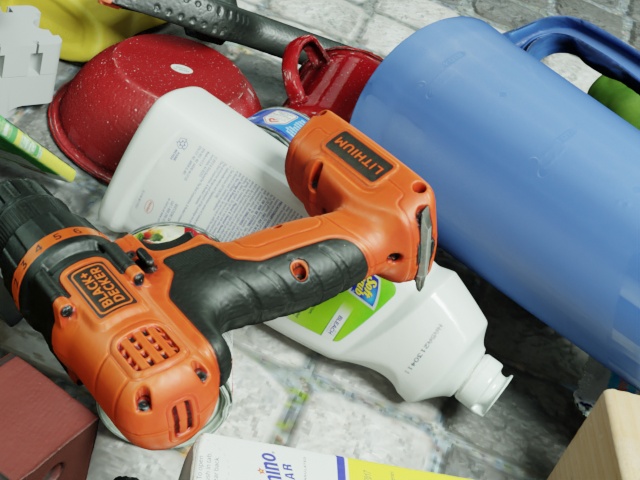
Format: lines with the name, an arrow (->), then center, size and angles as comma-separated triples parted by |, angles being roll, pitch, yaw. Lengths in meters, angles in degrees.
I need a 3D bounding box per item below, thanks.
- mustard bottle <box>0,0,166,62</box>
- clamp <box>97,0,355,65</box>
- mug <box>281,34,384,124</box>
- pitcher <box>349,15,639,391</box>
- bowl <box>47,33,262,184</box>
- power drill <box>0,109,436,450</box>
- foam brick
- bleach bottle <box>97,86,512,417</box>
mustard bottle -> -0.157, -0.202, 0.843 | 0.096, 0.058, 0.191 | 25, 36, 14
clamp -> -0.068, -0.158, 0.768 | 0.165, 0.036, 0.209 | 23, 10, 28
mug -> 0.006, -0.084, 0.731 | 0.093, 0.117, 0.081 | -9, 31, 28
pitcher -> 0.143, -0.029, 0.611 | 0.144, 0.149, 0.243 | -7, 36, -39
bowl -> -0.103, -0.095, 0.736 | 0.162, 0.055, 0.162 | 14, 36, -10
power drill -> -0.053, 0.001, 0.513 | 0.187, 0.057, 0.185 | -26, 47, -25
foam brick -> -0.135, 0.099, 0.452 | 0.051, 0.078, 0.052 | 33, 40, 15
bleach bottle -> -0.005, 0.019, 0.616 | 0.251, 0.103, 0.068 | 37, 25, 11
